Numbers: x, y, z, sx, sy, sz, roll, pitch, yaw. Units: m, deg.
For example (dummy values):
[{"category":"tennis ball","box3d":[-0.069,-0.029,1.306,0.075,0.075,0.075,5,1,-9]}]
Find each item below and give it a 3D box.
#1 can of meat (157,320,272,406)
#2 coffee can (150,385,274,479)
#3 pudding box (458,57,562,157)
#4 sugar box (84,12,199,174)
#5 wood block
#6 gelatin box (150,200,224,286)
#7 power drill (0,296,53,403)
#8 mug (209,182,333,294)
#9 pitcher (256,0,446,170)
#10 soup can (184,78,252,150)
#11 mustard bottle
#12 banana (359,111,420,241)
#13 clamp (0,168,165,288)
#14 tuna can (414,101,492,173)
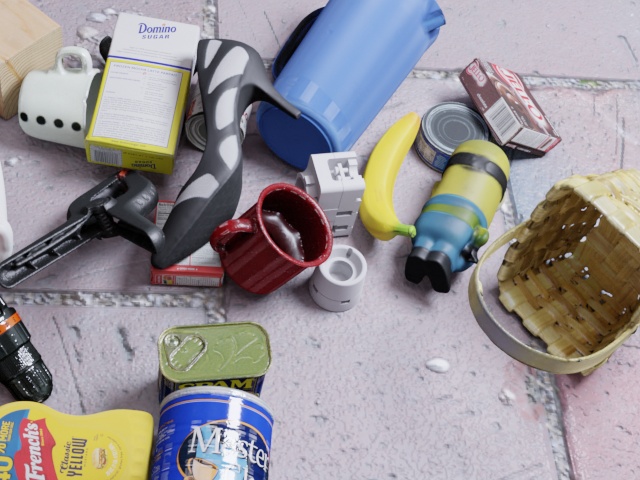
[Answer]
[{"category":"can of meat","box3d":[-0.100,0.121,0.985,0.102,0.084,0.057,-3,56,-13]},{"category":"coffee can","box3d":[-0.095,0.210,0.912,0.102,0.103,0.140,7,55,-6]},{"category":"pudding box","box3d":[0.221,-0.155,1.244,0.089,0.039,0.113,7,49,-46]},{"category":"sugar box","box3d":[-0.188,-0.159,1.144,0.093,0.048,0.176,10,57,-3]},{"category":"wood block","box3d":[-0.388,-0.240,1.177,0.206,0.091,0.090,38,58,15]},{"category":"gelatin box","box3d":[-0.135,0.003,1.094,0.073,0.030,0.089,3,56,-7]},{"category":"power drill","box3d":[-0.353,0.108,0.941,0.187,0.057,0.184,-36,96,-24]},{"category":"mug","box3d":[-0.057,0.001,1.057,0.117,0.082,0.093,5,60,-41]},{"category":"pitcher","box3d":[0.021,-0.195,1.213,0.145,0.149,0.242,36,59,-4]},{"category":"soup can","box3d":[-0.109,-0.155,1.186,0.068,0.069,0.102,12,55,-2]},{"category":"mustard bottle","box3d":[-0.244,0.189,0.925,0.191,0.058,0.096,6,68,-6]},{"category":"banana","box3d":[0.076,-0.064,1.166,0.070,0.037,0.197,-11,45,17]},{"category":"clamp","box3d":[-0.202,-0.022,1.036,0.165,0.036,0.209,-9,24,17]},{"category":"tuna can","box3d":[0.154,-0.118,1.231,0.086,0.034,0.086,5,55,-7]}]
